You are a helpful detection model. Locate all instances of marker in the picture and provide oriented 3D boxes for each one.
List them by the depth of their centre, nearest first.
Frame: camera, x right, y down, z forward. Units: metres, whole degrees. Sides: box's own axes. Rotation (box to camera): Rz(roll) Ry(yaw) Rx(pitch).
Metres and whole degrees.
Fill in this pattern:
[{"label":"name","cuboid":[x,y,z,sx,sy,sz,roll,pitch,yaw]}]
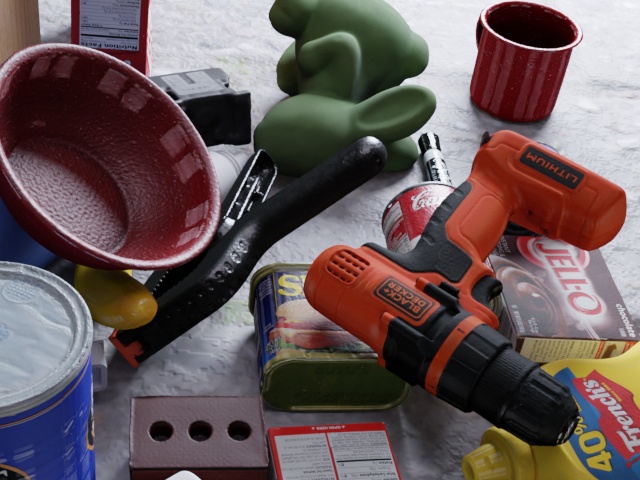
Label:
[{"label":"marker","cuboid":[0.097,-0.050,0.874,0.020,0.020,0.121,2,40,-8]}]

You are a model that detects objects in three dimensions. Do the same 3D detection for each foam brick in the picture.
[{"label":"foam brick","cuboid":[-0.070,0.125,0.610,0.078,0.051,0.053,1,41,-9]}]

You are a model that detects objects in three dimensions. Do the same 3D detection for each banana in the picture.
[{"label":"banana","cuboid":[-0.133,0.016,0.709,0.070,0.037,0.198,-36,21,12]}]

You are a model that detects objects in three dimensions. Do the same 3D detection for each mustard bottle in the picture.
[{"label":"mustard bottle","cuboid":[0.172,0.116,0.654,0.191,0.058,0.096,-12,63,-21]}]

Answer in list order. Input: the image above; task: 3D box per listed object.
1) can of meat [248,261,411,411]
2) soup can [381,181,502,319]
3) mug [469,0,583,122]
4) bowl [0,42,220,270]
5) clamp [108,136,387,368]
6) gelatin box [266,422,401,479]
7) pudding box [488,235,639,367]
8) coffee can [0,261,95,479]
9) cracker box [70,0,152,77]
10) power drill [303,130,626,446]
[{"label":"can of meat","cuboid":[0.006,0.063,0.694,0.102,0.057,0.084,1,42,-9]},{"label":"soup can","cuboid":[0.084,0.016,0.755,0.068,0.068,0.102,1,41,-9]},{"label":"mug","cuboid":[0.177,-0.169,0.980,0.093,0.081,0.117,-15,45,-25]},{"label":"bowl","cuboid":[-0.141,-0.040,0.653,0.162,0.055,0.162,28,42,-29]},{"label":"clamp","cuboid":[-0.055,0.001,0.712,0.165,0.036,0.209,-7,36,54]},{"label":"gelatin box","cuboid":[0.010,0.148,0.613,0.073,0.030,0.089,-1,41,-13]},{"label":"pudding box","cuboid":[0.164,0.043,0.757,0.090,0.039,0.113,2,40,-9]},{"label":"coffee can","cuboid":[-0.169,0.096,0.557,0.102,0.140,0.103,5,40,-4]},{"label":"cracker box","cuboid":[-0.172,-0.240,0.902,0.072,0.214,0.164,2,40,-10]},{"label":"power drill","cuboid":[0.111,0.021,0.658,0.185,0.057,0.187,33,55,24]}]
